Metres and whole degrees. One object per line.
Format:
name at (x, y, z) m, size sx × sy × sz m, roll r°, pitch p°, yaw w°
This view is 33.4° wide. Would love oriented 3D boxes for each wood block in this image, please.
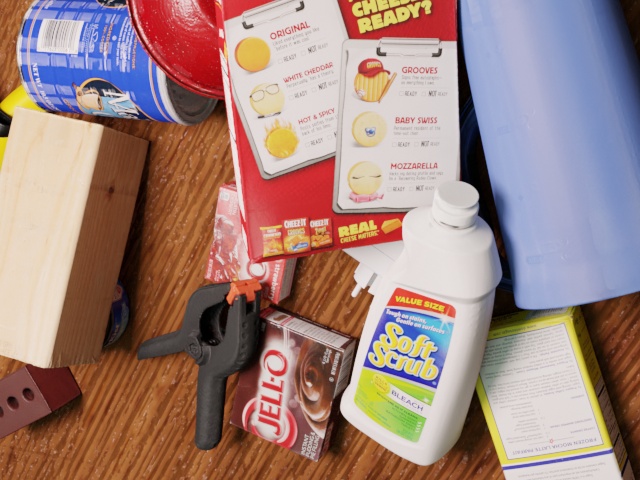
wood block at (-0.228, -0.001, 0.930) m, size 0.090 × 0.090 × 0.206 m, roll 14°, pitch 91°, yaw 19°

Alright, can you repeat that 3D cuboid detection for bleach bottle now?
bleach bottle at (0.076, 0.057, 0.795) m, size 0.103 × 0.068 × 0.251 m, roll 31°, pitch 138°, yaw 26°

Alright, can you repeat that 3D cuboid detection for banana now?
banana at (-0.289, -0.080, 0.999) m, size 0.069 × 0.037 × 0.198 m, roll 21°, pitch 113°, yaw -5°

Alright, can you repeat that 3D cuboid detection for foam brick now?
foam brick at (-0.284, 0.150, 1.039) m, size 0.078 × 0.051 × 0.053 m, roll -29°, pitch 90°, yaw 26°

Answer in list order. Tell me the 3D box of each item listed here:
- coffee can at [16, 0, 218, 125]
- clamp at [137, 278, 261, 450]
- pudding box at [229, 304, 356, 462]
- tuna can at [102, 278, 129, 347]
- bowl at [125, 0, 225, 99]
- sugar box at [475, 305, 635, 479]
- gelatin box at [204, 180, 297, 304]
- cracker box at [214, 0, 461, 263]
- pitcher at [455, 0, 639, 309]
coffee can at (-0.164, -0.152, 0.889) m, size 0.140 × 0.102 × 0.103 m, roll 8°, pitch 105°, yaw 22°
clamp at (-0.094, 0.103, 0.928) m, size 0.120 × 0.039 × 0.172 m, roll 54°, pitch 133°, yaw 13°
pudding box at (-0.024, 0.123, 0.927) m, size 0.090 × 0.039 × 0.113 m, roll 20°, pitch 109°, yaw 19°
tuna can at (-0.223, 0.063, 1.002) m, size 0.086 × 0.033 × 0.086 m, roll 5°, pitch 104°, yaw 22°
bowl at (-0.063, -0.190, 0.808) m, size 0.055 × 0.161 × 0.162 m, roll -1°, pitch 106°, yaw 67°
sugar box at (0.182, 0.142, 0.840) m, size 0.093 × 0.048 × 0.176 m, roll -15°, pitch 99°, yaw 27°
gelatin box at (-0.056, 0.001, 0.918) m, size 0.073 × 0.030 × 0.089 m, roll 18°, pitch 109°, yaw 19°
cracker box at (0.014, -0.102, 0.767) m, size 0.164 × 0.072 × 0.214 m, roll -9°, pitch 112°, yaw -9°
pitcher at (0.165, -0.078, 0.757) m, size 0.149 × 0.145 × 0.243 m, roll -16°, pitch 92°, yaw 1°
